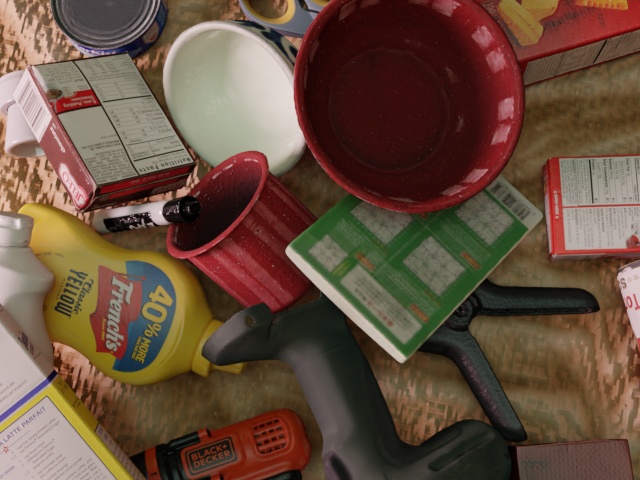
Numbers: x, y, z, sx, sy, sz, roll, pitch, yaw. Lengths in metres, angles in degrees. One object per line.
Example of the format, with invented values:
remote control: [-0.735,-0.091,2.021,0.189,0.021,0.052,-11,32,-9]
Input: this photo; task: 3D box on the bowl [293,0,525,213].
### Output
bowl: [0.055,-0.095,0.731,0.162,0.055,0.162,1,84,-13]

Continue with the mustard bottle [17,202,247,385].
mustard bottle: [-0.140,0.050,0.766,0.191,0.058,0.096,23,91,6]

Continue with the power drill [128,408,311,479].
power drill: [-0.075,0.220,0.711,0.184,0.057,0.188,-20,64,-1]

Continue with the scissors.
scissors: [0.000,-0.143,0.815,0.096,0.016,0.202,-18,79,2]

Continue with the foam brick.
foam brick: [0.170,0.164,0.731,0.078,0.051,0.053,-3,78,2]

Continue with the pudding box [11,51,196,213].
pudding box: [-0.156,-0.080,0.774,0.089,0.039,0.113,-17,70,-42]

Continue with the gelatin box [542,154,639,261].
gelatin box: [0.209,-0.024,0.774,0.089,0.030,0.073,-2,78,3]

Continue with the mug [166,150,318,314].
mug: [-0.055,0.001,0.752,0.081,0.117,0.093,44,48,-30]

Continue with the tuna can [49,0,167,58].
tuna can: [-0.162,-0.182,0.822,0.086,0.034,0.086,-1,80,3]

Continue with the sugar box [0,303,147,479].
sugar box: [-0.189,0.132,0.676,0.093,0.048,0.176,-38,93,-5]

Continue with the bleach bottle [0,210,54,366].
bleach bottle: [-0.220,0.107,0.725,0.102,0.068,0.251,11,96,6]

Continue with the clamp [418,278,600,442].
clamp: [0.110,0.048,0.763,0.171,0.039,0.120,39,74,10]

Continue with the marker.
marker: [-0.124,-0.018,0.757,0.020,0.121,0.020,4,84,-41]
